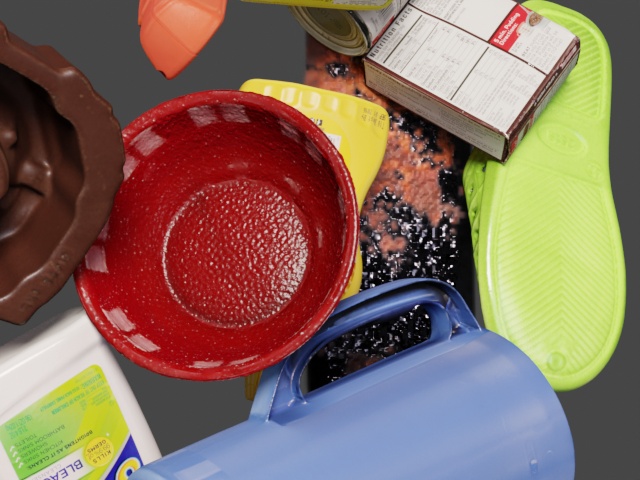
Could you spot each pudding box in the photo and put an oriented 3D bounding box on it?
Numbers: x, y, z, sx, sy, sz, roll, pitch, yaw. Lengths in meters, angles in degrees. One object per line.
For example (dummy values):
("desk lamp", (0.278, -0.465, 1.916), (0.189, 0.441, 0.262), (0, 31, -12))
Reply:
("pudding box", (0.096, -0.116, 0.688), (0.114, 0.039, 0.090), (32, 76, 20))

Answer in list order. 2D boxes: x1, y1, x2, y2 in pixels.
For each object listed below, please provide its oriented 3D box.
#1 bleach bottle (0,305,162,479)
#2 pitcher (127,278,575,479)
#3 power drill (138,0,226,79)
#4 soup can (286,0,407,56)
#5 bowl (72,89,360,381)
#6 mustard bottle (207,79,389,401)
("bleach bottle", (-0.116, 0.169, 0.613), (0.102, 0.068, 0.251), (-31, 103, -24))
("pitcher", (0.013, 0.131, 0.599), (0.242, 0.145, 0.149), (-15, 52, -34))
("power drill", (-0.136, -0.169, 0.566), (0.187, 0.184, 0.057), (36, 118, -23))
("soup can", (0.032, -0.176, 0.675), (0.068, 0.069, 0.102), (41, 75, -16))
("bowl", (-0.054, 0.001, 0.594), (0.162, 0.055, 0.162), (-3, 76, 11))
("mustard bottle", (-0.020, 0.004, 0.654), (0.096, 0.058, 0.191), (11, 85, -11))
